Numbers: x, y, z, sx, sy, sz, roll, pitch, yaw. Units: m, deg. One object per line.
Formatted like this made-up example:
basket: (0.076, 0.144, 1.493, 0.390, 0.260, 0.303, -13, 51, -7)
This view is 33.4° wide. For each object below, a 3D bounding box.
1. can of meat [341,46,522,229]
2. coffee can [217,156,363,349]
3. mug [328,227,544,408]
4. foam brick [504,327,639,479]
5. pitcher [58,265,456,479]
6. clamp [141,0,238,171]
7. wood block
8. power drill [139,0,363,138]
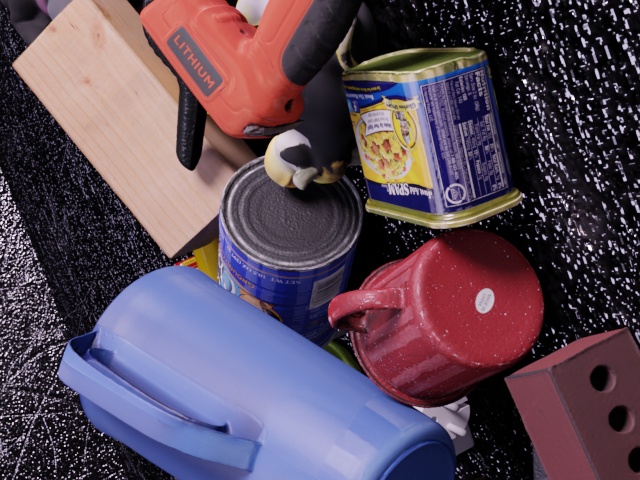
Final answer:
can of meat: (0.057, -0.059, 0.586, 0.102, 0.057, 0.084, 19, 126, 63)
coffee can: (-0.027, 0.017, 0.808, 0.103, 0.102, 0.140, 56, 157, 26)
mug: (0.063, 0.041, 0.605, 0.082, 0.117, 0.093, 135, 140, -63)
foam brick: (0.140, 0.092, 0.544, 0.078, 0.053, 0.051, 65, 160, 4)
pitcher: (-0.043, 0.117, 0.684, 0.243, 0.149, 0.145, 24, 141, 39)
clamp: (-0.068, -0.128, 0.759, 0.039, 0.120, 0.171, -75, -25, -53)
wood block: (-0.143, -0.096, 0.886, 0.206, 0.090, 0.090, 50, -164, 4)
power drill: (-0.019, -0.159, 0.554, 0.184, 0.057, 0.188, 54, 128, 15)
